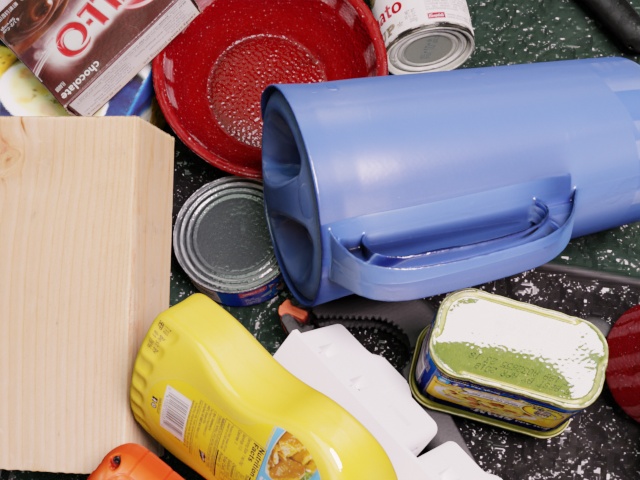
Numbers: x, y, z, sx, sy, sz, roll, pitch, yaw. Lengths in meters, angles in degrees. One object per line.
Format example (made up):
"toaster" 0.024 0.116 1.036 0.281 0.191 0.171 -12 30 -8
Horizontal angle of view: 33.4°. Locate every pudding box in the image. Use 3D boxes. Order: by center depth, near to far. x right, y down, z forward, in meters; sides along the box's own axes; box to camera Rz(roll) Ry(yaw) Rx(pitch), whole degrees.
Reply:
"pudding box" -0.150 -0.149 0.713 0.113 0.039 0.090 -45 70 2

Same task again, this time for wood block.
"wood block" -0.146 0.033 0.658 0.091 0.090 0.206 1 87 7

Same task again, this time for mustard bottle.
"mustard bottle" -0.017 0.116 0.565 0.192 0.096 0.058 36 41 24

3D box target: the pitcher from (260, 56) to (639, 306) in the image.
"pitcher" 0.091 -0.039 0.652 0.242 0.145 0.149 -10 79 -14

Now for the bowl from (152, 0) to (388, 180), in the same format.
"bowl" -0.036 -0.113 0.748 0.162 0.055 0.162 1 78 -5

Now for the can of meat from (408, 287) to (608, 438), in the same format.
"can of meat" 0.107 0.071 0.615 0.102 0.084 0.057 15 71 4

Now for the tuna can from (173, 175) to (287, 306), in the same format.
"tuna can" -0.055 0.001 0.726 0.086 0.034 0.086 -2 67 5

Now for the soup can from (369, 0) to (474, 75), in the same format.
"soup can" 0.069 -0.176 0.768 0.068 0.068 0.102 -10 67 2

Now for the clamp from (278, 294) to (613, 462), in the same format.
"clamp" 0.066 0.096 0.671 0.210 0.036 0.164 17 70 9
